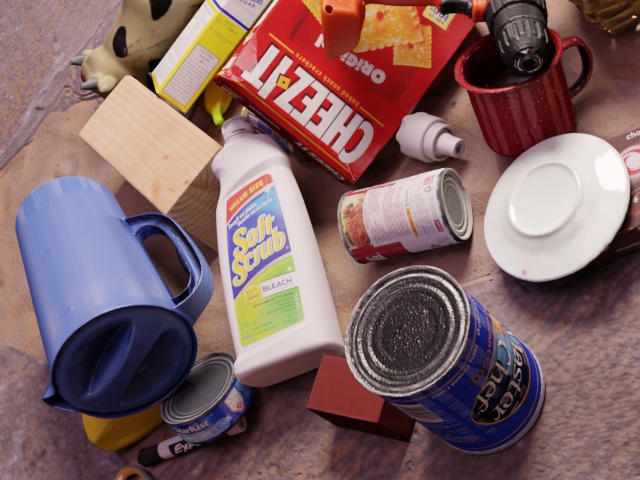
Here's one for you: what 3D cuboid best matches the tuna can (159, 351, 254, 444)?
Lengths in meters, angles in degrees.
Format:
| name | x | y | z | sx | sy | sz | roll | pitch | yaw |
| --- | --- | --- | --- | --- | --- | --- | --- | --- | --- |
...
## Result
| name | x | y | z | sx | sy | sz | roll | pitch | yaw |
| --- | --- | --- | --- | --- | --- | --- | --- | --- | --- |
| tuna can | -0.104 | 0.146 | 0.986 | 0.086 | 0.033 | 0.086 | -28 | 29 | 17 |

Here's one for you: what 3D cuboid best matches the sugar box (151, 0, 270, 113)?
| name | x | y | z | sx | sy | sz | roll | pitch | yaw |
| --- | --- | --- | --- | --- | --- | --- | --- | --- | --- |
| sugar box | -0.114 | -0.229 | 1.163 | 0.176 | 0.048 | 0.093 | -49 | 24 | 10 |

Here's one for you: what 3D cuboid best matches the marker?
| name | x | y | z | sx | sy | sz | roll | pitch | yaw |
| --- | --- | --- | --- | --- | --- | --- | --- | --- | --- |
| marker | -0.123 | 0.188 | 1.003 | 0.121 | 0.020 | 0.020 | -24 | 52 | 23 |

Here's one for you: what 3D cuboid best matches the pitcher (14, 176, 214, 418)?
| name | x | y | z | sx | sy | sz | roll | pitch | yaw |
| --- | --- | --- | --- | --- | --- | --- | --- | --- | --- |
| pitcher | -0.208 | 0.037 | 1.024 | 0.243 | 0.149 | 0.145 | 56 | 139 | 45 |

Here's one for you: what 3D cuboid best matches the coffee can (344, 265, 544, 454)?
| name | x | y | z | sx | sy | sz | roll | pitch | yaw |
| --- | --- | --- | --- | --- | --- | --- | --- | --- | --- |
| coffee can | 0.097 | 0.094 | 0.815 | 0.103 | 0.140 | 0.103 | -18 | 55 | 27 |

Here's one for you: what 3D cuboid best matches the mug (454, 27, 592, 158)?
| name | x | y | z | sx | sy | sz | roll | pitch | yaw |
| --- | --- | --- | --- | --- | --- | --- | --- | --- | --- |
| mug | 0.182 | -0.132 | 0.920 | 0.117 | 0.081 | 0.093 | -30 | 38 | -3 |

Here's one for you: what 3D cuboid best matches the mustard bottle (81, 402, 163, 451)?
| name | x | y | z | sx | sy | sz | roll | pitch | yaw |
| --- | --- | --- | --- | --- | --- | --- | --- | --- | --- |
| mustard bottle | -0.214 | 0.114 | 1.087 | 0.096 | 0.058 | 0.192 | -39 | 48 | 9 |

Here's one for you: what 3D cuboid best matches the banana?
| name | x | y | z | sx | sy | sz | roll | pitch | yaw |
| --- | --- | --- | --- | --- | --- | --- | --- | --- | --- |
| banana | -0.078 | -0.212 | 1.197 | 0.070 | 0.037 | 0.198 | 25 | 80 | 35 |

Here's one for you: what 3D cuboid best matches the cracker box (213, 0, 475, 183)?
| name | x | y | z | sx | sy | sz | roll | pitch | yaw |
| --- | --- | --- | --- | --- | --- | --- | --- | --- | --- |
| cracker box | 0.029 | -0.186 | 1.013 | 0.213 | 0.164 | 0.072 | -53 | 11 | -3 |

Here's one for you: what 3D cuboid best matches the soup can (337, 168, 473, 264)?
| name | x | y | z | sx | sy | sz | roll | pitch | yaw |
| --- | --- | --- | --- | --- | --- | --- | --- | --- | --- |
| soup can | 0.076 | -0.022 | 0.949 | 0.102 | 0.068 | 0.068 | -13 | 57 | 29 |

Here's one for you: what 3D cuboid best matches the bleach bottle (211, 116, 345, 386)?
| name | x | y | z | sx | sy | sz | roll | pitch | yaw |
| --- | --- | --- | --- | --- | --- | --- | --- | --- | --- |
| bleach bottle | -0.057 | 0.001 | 0.992 | 0.103 | 0.068 | 0.251 | -23 | 67 | 15 |

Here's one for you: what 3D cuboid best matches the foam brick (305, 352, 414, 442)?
| name | x | y | z | sx | sy | sz | roll | pitch | yaw |
| --- | --- | --- | --- | --- | --- | --- | --- | --- | --- |
| foam brick | 0.037 | 0.131 | 0.897 | 0.078 | 0.053 | 0.051 | 6 | 68 | 38 |

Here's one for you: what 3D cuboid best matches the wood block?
| name | x | y | z | sx | sy | sz | roll | pitch | yaw |
| --- | --- | --- | --- | --- | --- | --- | --- | --- | --- |
| wood block | -0.160 | -0.086 | 1.143 | 0.090 | 0.090 | 0.206 | -51 | 47 | -1 |

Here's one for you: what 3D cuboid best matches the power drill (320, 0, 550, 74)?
| name | x | y | z | sx | sy | sz | roll | pitch | yaw |
| --- | --- | --- | --- | --- | --- | --- | --- | --- | --- |
| power drill | 0.094 | -0.197 | 0.901 | 0.187 | 0.057 | 0.184 | -3 | 43 | 2 |
